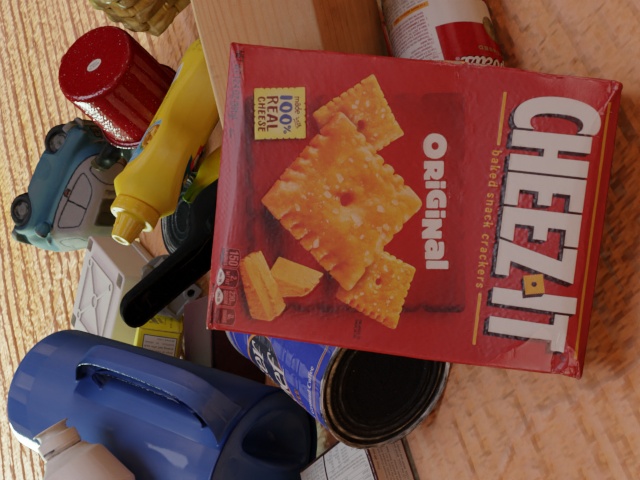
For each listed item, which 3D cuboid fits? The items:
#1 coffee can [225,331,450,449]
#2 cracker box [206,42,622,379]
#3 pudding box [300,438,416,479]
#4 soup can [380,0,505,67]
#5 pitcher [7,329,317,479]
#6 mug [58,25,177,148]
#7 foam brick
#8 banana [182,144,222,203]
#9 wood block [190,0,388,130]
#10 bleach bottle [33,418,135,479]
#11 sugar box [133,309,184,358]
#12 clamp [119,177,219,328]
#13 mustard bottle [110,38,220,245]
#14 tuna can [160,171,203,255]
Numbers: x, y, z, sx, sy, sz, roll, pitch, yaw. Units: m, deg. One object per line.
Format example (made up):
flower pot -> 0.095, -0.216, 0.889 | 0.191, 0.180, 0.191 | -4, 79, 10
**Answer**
coffee can -> 0.008, 0.067, 0.744 | 0.140, 0.102, 0.103 | 33, 114, 52
cracker box -> 0.049, -0.019, 0.603 | 0.072, 0.214, 0.164 | -27, -57, -80
pudding box -> 0.034, 0.195, 0.752 | 0.090, 0.039, 0.113 | -47, 52, 43
soup can -> 0.081, -0.121, 0.686 | 0.069, 0.068, 0.102 | -39, 55, 48
pitcher -> -0.136, 0.143, 0.843 | 0.243, 0.144, 0.149 | 14, 101, 33
mug -> -0.196, -0.149, 0.993 | 0.117, 0.081, 0.093 | 26, 80, 33
foam brick -> -0.084, 0.089, 0.924 | 0.053, 0.051, 0.078 | -18, 71, 55
banana -> -0.045, -0.054, 0.889 | 0.198, 0.037, 0.069 | 11, 89, 51
wood block -> -0.015, -0.124, 0.692 | 0.091, 0.090, 0.206 | -4, 107, 29
bleach bottle -> -0.135, 0.245, 0.771 | 0.103, 0.067, 0.251 | -37, 84, 47
sugar box -> -0.165, 0.158, 1.016 | 0.093, 0.048, 0.176 | -126, 48, -79
clamp -> -0.055, 0.001, 0.748 | 0.120, 0.171, 0.039 | 8, 137, 20
mustard bottle -> -0.130, -0.081, 0.927 | 0.191, 0.058, 0.096 | -65, 13, -21
tuna can -> -0.117, -0.022, 0.999 | 0.086, 0.033, 0.086 | -8, 80, 55
